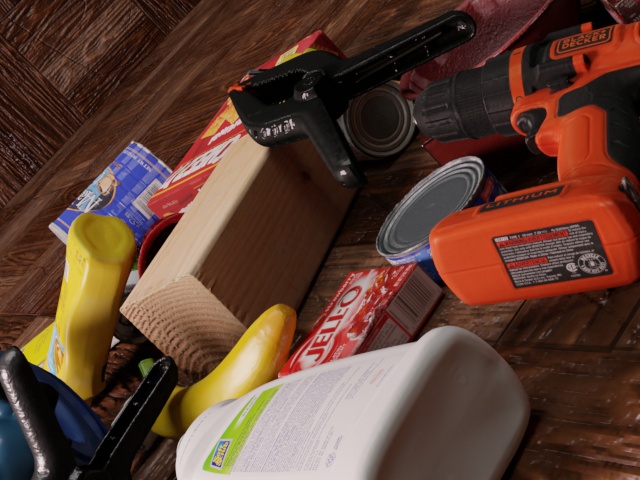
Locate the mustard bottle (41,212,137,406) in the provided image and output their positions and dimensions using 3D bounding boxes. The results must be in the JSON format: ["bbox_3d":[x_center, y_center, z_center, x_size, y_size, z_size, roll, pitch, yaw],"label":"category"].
[{"bbox_3d":[-0.209,0.079,0.939,0.096,0.058,0.192,-121,44,-60],"label":"mustard bottle"}]

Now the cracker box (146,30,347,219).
[{"bbox_3d":[-0.073,-0.109,1.134,0.164,0.072,0.213,-21,30,51],"label":"cracker box"}]

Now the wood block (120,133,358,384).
[{"bbox_3d":[-0.055,0.001,0.831,0.090,0.090,0.205,-26,25,40],"label":"wood block"}]

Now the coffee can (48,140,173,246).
[{"bbox_3d":[-0.231,-0.032,1.248,0.140,0.102,0.103,-48,19,-11],"label":"coffee can"}]

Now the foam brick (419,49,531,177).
[{"bbox_3d":[0.113,-0.079,0.713,0.078,0.051,0.053,-36,21,23],"label":"foam brick"}]

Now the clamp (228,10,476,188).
[{"bbox_3d":[0.010,-0.114,0.801,0.164,0.036,0.210,-49,34,-18],"label":"clamp"}]

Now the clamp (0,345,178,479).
[{"bbox_3d":[-0.159,0.146,0.673,0.039,0.120,0.171,-14,63,59],"label":"clamp"}]

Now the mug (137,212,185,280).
[{"bbox_3d":[-0.116,0.030,0.925,0.081,0.093,0.117,-158,77,-75],"label":"mug"}]

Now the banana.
[{"bbox_3d":[-0.076,0.097,0.716,0.037,0.069,0.198,-6,-12,-40],"label":"banana"}]

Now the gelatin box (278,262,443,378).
[{"bbox_3d":[0.023,0.056,0.645,0.089,0.030,0.073,-53,20,-25],"label":"gelatin box"}]

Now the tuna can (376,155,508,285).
[{"bbox_3d":[0.078,-0.011,0.669,0.086,0.033,0.086,-39,19,16],"label":"tuna can"}]

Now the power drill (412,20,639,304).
[{"bbox_3d":[0.118,-0.049,0.582,0.185,0.057,0.187,-12,36,32],"label":"power drill"}]

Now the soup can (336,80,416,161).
[{"bbox_3d":[0.029,-0.102,0.912,0.068,0.068,0.102,-49,20,-15],"label":"soup can"}]

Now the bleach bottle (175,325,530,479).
[{"bbox_3d":[-0.008,0.106,0.559,0.102,0.068,0.251,-53,18,-26],"label":"bleach bottle"}]

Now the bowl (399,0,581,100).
[{"bbox_3d":[0.137,-0.144,0.797,0.162,0.055,0.162,-39,19,16],"label":"bowl"}]
